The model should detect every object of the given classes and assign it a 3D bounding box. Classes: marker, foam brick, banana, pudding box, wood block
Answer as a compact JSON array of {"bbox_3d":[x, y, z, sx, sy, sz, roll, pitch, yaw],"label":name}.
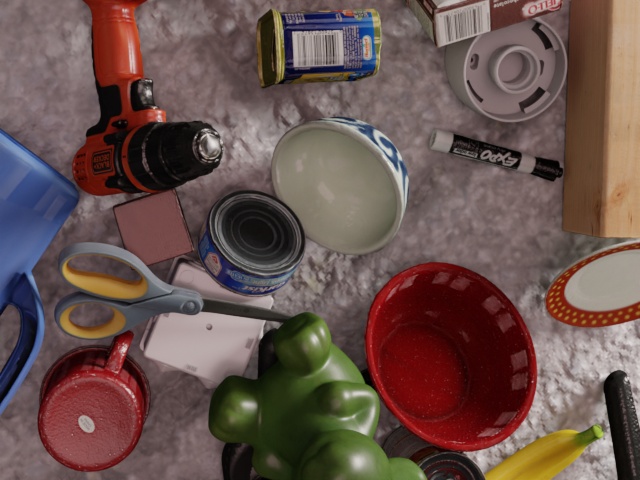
[{"bbox_3d":[0.154,-0.074,0.927,0.121,0.020,0.020,14,93,-10],"label":"marker"},{"bbox_3d":[-0.134,-0.011,0.859,0.051,0.078,0.053,-17,97,-6],"label":"foam brick"},{"bbox_3d":[0.155,0.216,0.928,0.197,0.069,0.037,-34,69,-8],"label":"banana"},{"bbox_3d":[0.129,-0.210,0.876,0.113,0.090,0.039,-17,135,-8],"label":"pudding box"},{"bbox_3d":[0.266,-0.108,0.906,0.090,0.091,0.206,0,95,-9],"label":"wood block"}]

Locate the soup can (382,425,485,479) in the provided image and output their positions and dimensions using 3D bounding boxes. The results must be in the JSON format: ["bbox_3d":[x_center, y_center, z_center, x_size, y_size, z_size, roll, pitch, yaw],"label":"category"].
[{"bbox_3d":[0.093,0.198,0.899,0.068,0.102,0.068,-1,95,-9],"label":"soup can"}]

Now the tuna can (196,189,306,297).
[{"bbox_3d":[-0.056,0.001,0.870,0.086,0.034,0.086,12,53,-17],"label":"tuna can"}]

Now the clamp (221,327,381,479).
[{"bbox_3d":[-0.023,0.161,0.904,0.120,0.039,0.171,17,107,-21],"label":"clamp"}]

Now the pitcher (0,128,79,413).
[{"bbox_3d":[-0.288,0.034,0.816,0.243,0.145,0.149,-53,131,-4],"label":"pitcher"}]

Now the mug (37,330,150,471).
[{"bbox_3d":[-0.178,0.127,0.862,0.093,0.081,0.117,26,91,-10],"label":"mug"}]

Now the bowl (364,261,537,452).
[{"bbox_3d":[0.100,0.102,0.897,0.162,0.055,0.162,9,64,-20],"label":"bowl"}]

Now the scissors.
[{"bbox_3d":[-0.120,0.060,0.843,0.201,0.016,0.096,25,118,-26],"label":"scissors"}]

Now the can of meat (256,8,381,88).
[{"bbox_3d":[-0.003,-0.154,0.855,0.084,0.102,0.057,-4,95,-11],"label":"can of meat"}]

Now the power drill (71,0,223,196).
[{"bbox_3d":[-0.136,-0.128,0.808,0.057,0.185,0.187,0,87,-40],"label":"power drill"}]
